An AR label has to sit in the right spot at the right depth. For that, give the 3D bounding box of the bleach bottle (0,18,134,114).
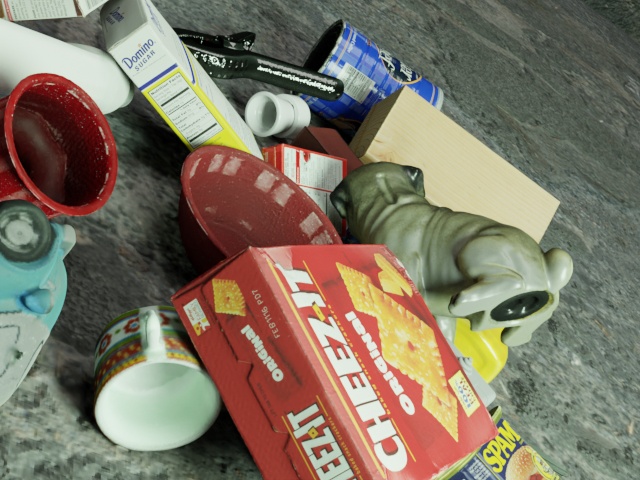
[{"bbox_3d":[-0.232,-0.131,0.792,0.103,0.068,0.250,11,3,27],"label":"bleach bottle"}]

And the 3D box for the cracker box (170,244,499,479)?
[{"bbox_3d":[0.020,0.084,0.681,0.164,0.072,0.213,60,21,13],"label":"cracker box"}]

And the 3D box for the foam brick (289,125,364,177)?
[{"bbox_3d":[0.007,-0.065,1.036,0.078,0.053,0.051,51,28,22],"label":"foam brick"}]

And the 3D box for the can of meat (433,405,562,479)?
[{"bbox_3d":[0.136,0.187,0.817,0.084,0.058,0.102,47,27,6],"label":"can of meat"}]

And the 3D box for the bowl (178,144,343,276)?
[{"bbox_3d":[-0.056,0.001,0.842,0.162,0.055,0.162,32,30,-21],"label":"bowl"}]

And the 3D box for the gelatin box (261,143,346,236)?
[{"bbox_3d":[-0.015,-0.043,0.959,0.089,0.030,0.073,9,78,-46],"label":"gelatin box"}]

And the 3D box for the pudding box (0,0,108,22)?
[{"bbox_3d":[-0.204,-0.203,0.830,0.090,0.039,0.113,-1,26,16],"label":"pudding box"}]

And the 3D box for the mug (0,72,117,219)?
[{"bbox_3d":[-0.188,-0.057,0.695,0.093,0.082,0.117,61,34,-20],"label":"mug"}]

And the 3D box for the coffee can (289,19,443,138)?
[{"bbox_3d":[0.051,-0.164,1.191,0.140,0.103,0.103,32,28,-17],"label":"coffee can"}]

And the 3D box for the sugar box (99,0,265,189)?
[{"bbox_3d":[-0.114,-0.123,0.893,0.176,0.048,0.093,49,10,-35],"label":"sugar box"}]

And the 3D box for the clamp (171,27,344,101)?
[{"bbox_3d":[-0.086,-0.181,1.069,0.165,0.036,0.209,30,22,33],"label":"clamp"}]

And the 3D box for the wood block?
[{"bbox_3d":[0.131,-0.056,1.111,0.206,0.090,0.090,35,-18,-12],"label":"wood block"}]

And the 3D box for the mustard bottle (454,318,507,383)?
[{"bbox_3d":[0.142,0.061,1.016,0.096,0.058,0.191,37,26,2],"label":"mustard bottle"}]
